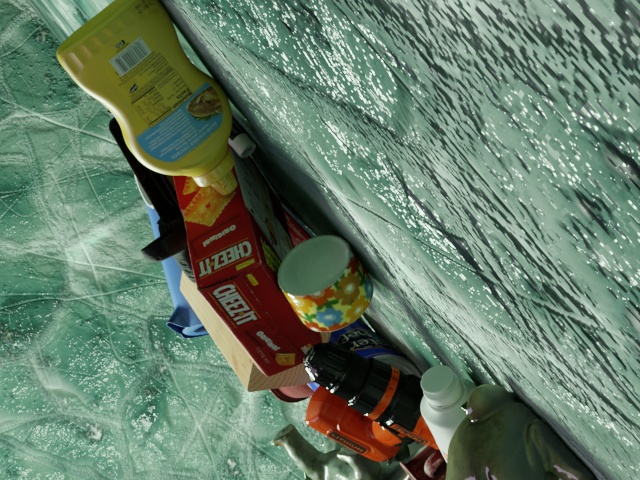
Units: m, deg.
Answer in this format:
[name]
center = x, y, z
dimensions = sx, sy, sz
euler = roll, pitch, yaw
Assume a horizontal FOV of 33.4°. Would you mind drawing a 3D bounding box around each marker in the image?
[marker]
center = -0.105, -0.126, 1.017
dimensions = 0.121, 0.020, 0.020
euler = 49, 174, 18

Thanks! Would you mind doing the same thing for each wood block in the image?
[wood block]
center = -0.078, 0.072, 1.224
dimensions = 0.206, 0.090, 0.090
euler = 48, 133, 48

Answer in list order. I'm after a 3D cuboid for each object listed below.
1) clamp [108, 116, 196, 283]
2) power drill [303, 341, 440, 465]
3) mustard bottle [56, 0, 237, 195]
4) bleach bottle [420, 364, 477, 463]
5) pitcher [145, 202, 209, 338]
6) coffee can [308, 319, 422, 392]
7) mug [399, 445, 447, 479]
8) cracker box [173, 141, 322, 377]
[clamp]
center = -0.146, -0.023, 1.060
dimensions = 0.210, 0.036, 0.164
euler = 51, -163, -65
[power drill]
center = 0.047, 0.162, 1.037
dimensions = 0.184, 0.057, 0.188
euler = 30, 160, -8
[mustard bottle]
center = -0.132, -0.115, 0.922
dimensions = 0.191, 0.096, 0.058
euler = 53, 173, -26
[bleach bottle]
center = 0.144, 0.193, 0.918
dimensions = 0.103, 0.068, 0.250
euler = 37, 164, 55
[pitcher]
center = -0.152, 0.001, 1.460
dimensions = 0.149, 0.145, 0.243
euler = 9, -120, -68
[coffee can]
center = 0.045, 0.156, 1.215
dimensions = 0.102, 0.103, 0.140
euler = 53, 174, -23
[mug]
center = 0.139, 0.235, 1.102
dimensions = 0.093, 0.081, 0.117
euler = 46, 173, 37
[cracker box]
center = -0.077, 0.002, 1.041
dimensions = 0.164, 0.072, 0.214
euler = 58, -169, -48
